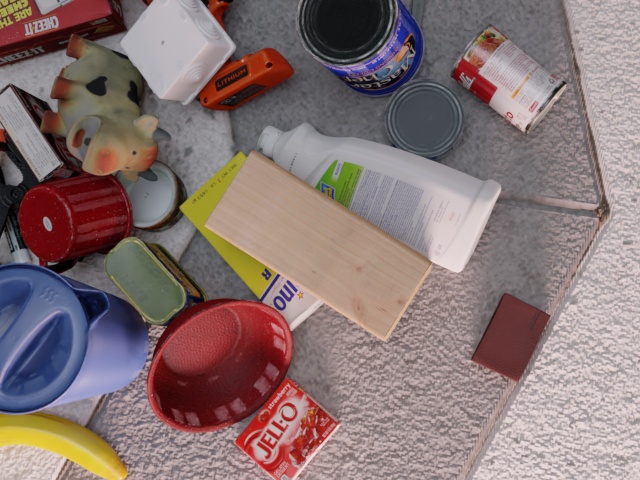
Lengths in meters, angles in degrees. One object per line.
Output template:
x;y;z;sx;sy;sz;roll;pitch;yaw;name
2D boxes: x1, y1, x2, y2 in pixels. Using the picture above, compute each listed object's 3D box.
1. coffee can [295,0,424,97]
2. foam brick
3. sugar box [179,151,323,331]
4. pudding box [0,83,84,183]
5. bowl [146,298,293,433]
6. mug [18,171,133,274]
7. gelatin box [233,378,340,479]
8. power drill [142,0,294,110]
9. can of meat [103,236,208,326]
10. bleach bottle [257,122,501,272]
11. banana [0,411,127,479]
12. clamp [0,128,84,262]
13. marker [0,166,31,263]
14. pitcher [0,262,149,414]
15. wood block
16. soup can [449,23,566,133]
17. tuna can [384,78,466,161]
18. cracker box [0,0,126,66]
0.044;-0.211;1.090;0.103;0.140;0.103;-1;85;16;coffee can
0.193;0.099;1.084;0.053;0.051;0.078;27;87;9;foam brick
-0.057;0.001;1.133;0.093;0.048;0.176;-43;79;0;sugar box
-0.300;-0.108;1.156;0.039;0.090;0.113;-38;79;4;pudding box
-0.111;0.117;1.093;0.162;0.162;0.055;-45;43;0;bowl
-0.260;-0.014;1.108;0.093;0.081;0.117;40;119;20;mug
-0.035;0.201;1.113;0.073;0.030;0.089;40;89;11;gelatin box
-0.097;-0.248;1.142;0.185;0.057;0.188;-27;78;27;power drill
-0.174;0.046;1.123;0.057;0.084;0.102;-44;80;0;can of meat
0.052;-0.063;1.108;0.251;0.068;0.103;26;115;11;bleach bottle
-0.301;0.218;1.146;0.198;0.037;0.069;2;101;9;banana
-0.323;-0.041;1.169;0.120;0.039;0.171;-1;74;-27;clamp
-0.349;-0.029;1.189;0.020;0.020;0.121;-21;81;4;marker
-0.262;0.103;1.047;0.149;0.242;0.145;18;86;9;pitcher
0.000;0.007;1.058;0.206;0.091;0.090;32;87;8;wood block
0.195;-0.167;1.109;0.102;0.068;0.068;39;89;10;soup can
0.111;-0.126;1.132;0.086;0.033;0.086;-1;83;7;tuna can
-0.322;-0.320;1.196;0.164;0.072;0.214;-14;82;6;cracker box
